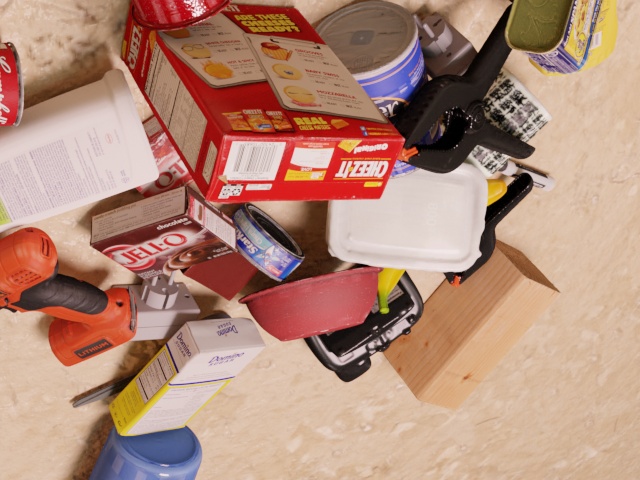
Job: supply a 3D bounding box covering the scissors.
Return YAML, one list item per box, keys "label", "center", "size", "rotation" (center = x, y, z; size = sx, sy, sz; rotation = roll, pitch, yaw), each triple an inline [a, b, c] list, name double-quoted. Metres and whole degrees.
- label: "scissors"
  center: [-0.175, 0.130, 1.182]
  size: [0.201, 0.016, 0.096]
  rotation: [-11, 135, -27]

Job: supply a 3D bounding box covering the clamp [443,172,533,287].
- label: "clamp"
  center: [0.168, -0.017, 1.261]
  size: [0.120, 0.039, 0.172]
  rotation: [10, 126, -16]

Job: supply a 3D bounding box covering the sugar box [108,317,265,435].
- label: "sugar box"
  center: [-0.146, 0.147, 1.150]
  size: [0.093, 0.048, 0.176]
  rotation: [0, 142, -45]

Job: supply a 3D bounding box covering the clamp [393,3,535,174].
- label: "clamp"
  center: [0.140, -0.132, 1.015]
  size: [0.209, 0.036, 0.164]
  rotation: [-23, 121, -38]

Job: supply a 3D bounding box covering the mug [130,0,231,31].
- label: "mug"
  center: [-0.114, -0.234, 0.851]
  size: [0.117, 0.093, 0.081]
  rotation: [-52, 141, -31]

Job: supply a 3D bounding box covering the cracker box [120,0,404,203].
- label: "cracker box"
  center: [-0.054, -0.119, 0.891]
  size: [0.163, 0.214, 0.072]
  rotation: [-3, 130, -31]

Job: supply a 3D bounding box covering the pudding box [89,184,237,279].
- label: "pudding box"
  center: [-0.150, -0.006, 1.022]
  size: [0.114, 0.039, 0.090]
  rotation: [-19, 150, 21]

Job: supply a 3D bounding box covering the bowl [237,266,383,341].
- label: "bowl"
  center: [-0.004, 0.072, 1.148]
  size: [0.162, 0.055, 0.162]
  rotation: [-13, 173, -2]

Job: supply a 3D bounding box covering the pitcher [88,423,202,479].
- label: "pitcher"
  center: [-0.215, 0.323, 1.250]
  size: [0.149, 0.145, 0.243]
  rotation: [-30, 148, -60]

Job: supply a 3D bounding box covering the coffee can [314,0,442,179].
- label: "coffee can"
  center: [0.055, -0.143, 1.025]
  size: [0.102, 0.103, 0.140]
  rotation: [-30, 138, -7]

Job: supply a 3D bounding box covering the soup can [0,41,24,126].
- label: "soup can"
  center: [-0.293, -0.122, 0.839]
  size: [0.102, 0.068, 0.069]
  rotation: [-6, 130, -29]

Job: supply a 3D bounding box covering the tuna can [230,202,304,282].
- label: "tuna can"
  center: [-0.057, 0.001, 1.093]
  size: [0.034, 0.086, 0.086]
  rotation: [-47, 137, 9]

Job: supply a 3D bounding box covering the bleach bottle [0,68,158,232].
- label: "bleach bottle"
  center: [-0.271, -0.059, 0.907]
  size: [0.250, 0.068, 0.102]
  rotation: [-20, 125, -7]

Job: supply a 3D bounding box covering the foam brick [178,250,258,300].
- label: "foam brick"
  center: [-0.110, 0.016, 1.097]
  size: [0.053, 0.051, 0.078]
  rotation: [-45, 138, 8]

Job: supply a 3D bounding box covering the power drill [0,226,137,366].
- label: "power drill"
  center: [-0.279, 0.064, 1.002]
  size: [0.185, 0.057, 0.187]
  rotation: [-23, 150, 23]

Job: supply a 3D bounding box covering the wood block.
- label: "wood block"
  center: [0.190, 0.106, 1.348]
  size: [0.090, 0.090, 0.206]
  rotation: [22, 113, -45]

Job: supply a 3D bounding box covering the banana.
- label: "banana"
  center: [0.121, -0.007, 1.192]
  size: [0.198, 0.070, 0.037]
  rotation: [-47, 148, 7]

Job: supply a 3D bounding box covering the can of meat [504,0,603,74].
- label: "can of meat"
  center: [0.224, -0.214, 1.004]
  size: [0.083, 0.058, 0.102]
  rotation: [15, 91, -57]

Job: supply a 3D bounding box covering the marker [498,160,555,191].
- label: "marker"
  center: [0.235, -0.081, 1.262]
  size: [0.120, 0.020, 0.020]
  rotation: [15, 118, -41]

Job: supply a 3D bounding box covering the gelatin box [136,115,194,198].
- label: "gelatin box"
  center: [-0.142, -0.082, 1.003]
  size: [0.089, 0.030, 0.073]
  rotation: [-35, 139, -1]
